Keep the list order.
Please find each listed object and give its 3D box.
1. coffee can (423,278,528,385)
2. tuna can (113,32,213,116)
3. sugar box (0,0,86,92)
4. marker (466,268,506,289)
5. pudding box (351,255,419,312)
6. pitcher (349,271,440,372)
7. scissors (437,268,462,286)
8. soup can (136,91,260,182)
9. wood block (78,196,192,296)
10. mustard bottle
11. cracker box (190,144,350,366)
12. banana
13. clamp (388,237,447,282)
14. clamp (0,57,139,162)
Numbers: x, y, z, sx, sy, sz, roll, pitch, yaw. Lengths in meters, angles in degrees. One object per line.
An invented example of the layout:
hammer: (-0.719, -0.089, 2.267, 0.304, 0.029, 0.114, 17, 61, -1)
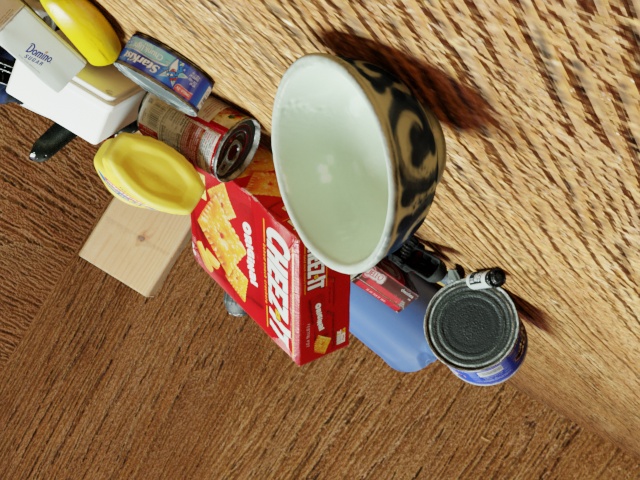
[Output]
coffee can: (0.178, 0.106, 1.205, 0.103, 0.103, 0.140, 30, 176, 20)
tuna can: (-0.138, -0.147, 0.944, 0.086, 0.034, 0.086, 31, 176, 2)
sugar box: (-0.294, -0.211, 0.972, 0.176, 0.048, 0.093, 45, 180, 36)
marker: (0.166, 0.039, 1.074, 0.020, 0.020, 0.121, 31, 176, 0)
pudding box: (0.057, 0.020, 1.219, 0.090, 0.039, 0.113, 36, -162, -40)
pitcher: (0.067, 0.069, 1.479, 0.149, 0.145, 0.242, -14, 141, 39)
scissors: (0.145, 0.040, 1.272, 0.096, 0.016, 0.201, 29, 175, 27)
soup can: (-0.118, -0.108, 1.029, 0.102, 0.068, 0.068, 30, 176, 21)
wood block: (-0.175, -0.048, 1.203, 0.091, 0.206, 0.090, 32, 176, -2)
mustard bottle: (-0.178, -0.065, 1.063, 0.096, 0.058, 0.192, 32, 173, -17)
cracker box: (-0.057, 0.001, 1.090, 0.214, 0.072, 0.164, 41, 143, 41)
banana: (-0.210, -0.191, 0.960, 0.069, 0.037, 0.198, 51, 177, 9)
clamp: (0.085, 0.006, 1.152, 0.120, 0.039, 0.171, 42, 179, 7)
clamp: (-0.261, -0.152, 1.132, 0.165, 0.036, 0.209, 46, -144, 22)
